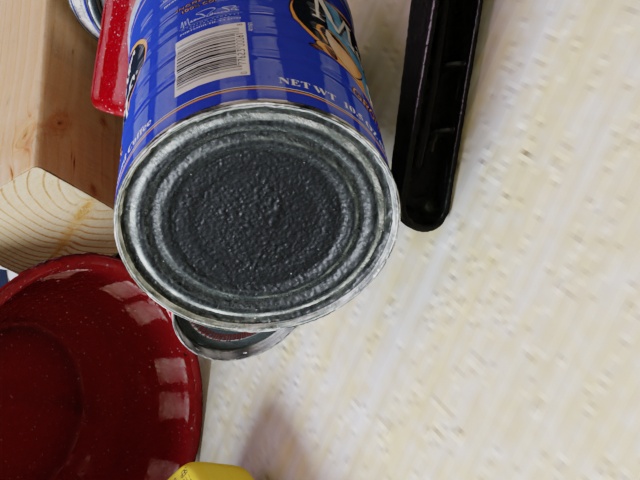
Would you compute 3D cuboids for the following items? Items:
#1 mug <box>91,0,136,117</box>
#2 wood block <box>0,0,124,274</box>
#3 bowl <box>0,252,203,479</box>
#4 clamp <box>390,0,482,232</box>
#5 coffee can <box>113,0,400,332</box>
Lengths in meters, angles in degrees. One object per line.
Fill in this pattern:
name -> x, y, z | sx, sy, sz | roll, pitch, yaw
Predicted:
mug -> -0.074, -0.101, 0.545 | 0.117, 0.093, 0.081 | -96, 17, -81
wood block -> -0.163, -0.091, 0.648 | 0.091, 0.090, 0.206 | -24, 54, 27
bowl -> -0.130, 0.086, 0.513 | 0.055, 0.161, 0.162 | 2, 82, 37
clamp -> 0.055, -0.118, 0.415 | 0.165, 0.036, 0.210 | -48, 48, 37
coffee can -> -0.029, -0.048, 0.432 | 0.103, 0.102, 0.140 | -56, 25, 30
